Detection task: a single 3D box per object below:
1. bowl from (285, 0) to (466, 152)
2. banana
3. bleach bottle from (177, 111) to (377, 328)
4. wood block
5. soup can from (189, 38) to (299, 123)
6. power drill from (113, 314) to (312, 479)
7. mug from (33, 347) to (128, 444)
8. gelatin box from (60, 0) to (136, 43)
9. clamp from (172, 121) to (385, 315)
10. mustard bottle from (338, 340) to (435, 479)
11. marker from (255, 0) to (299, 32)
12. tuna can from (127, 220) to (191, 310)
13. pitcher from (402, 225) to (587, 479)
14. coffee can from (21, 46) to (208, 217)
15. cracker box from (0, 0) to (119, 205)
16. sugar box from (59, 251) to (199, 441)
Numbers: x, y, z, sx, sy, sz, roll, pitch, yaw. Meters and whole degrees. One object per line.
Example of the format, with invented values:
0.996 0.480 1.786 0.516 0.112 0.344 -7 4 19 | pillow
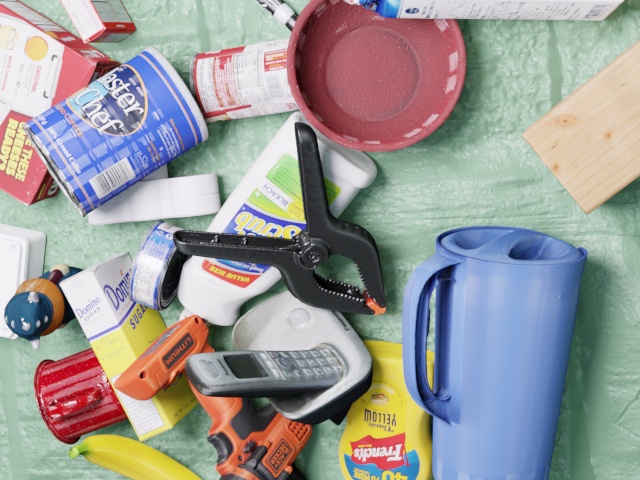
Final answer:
0.050 -0.157 0.973 0.162 0.055 0.162 0 87 0 | bowl
-0.171 0.247 1.103 0.197 0.069 0.037 29 113 -16 | banana
-0.057 0.001 1.041 0.102 0.068 0.251 35 110 -3 | bleach bottle
0.285 -0.124 0.916 0.206 0.090 0.090 -39 90 17 | wood block
-0.064 -0.151 1.009 0.102 0.068 0.068 -7 99 15 | soup can
-0.108 0.180 1.018 0.057 0.184 0.187 -27 106 43 | power drill
-0.237 0.155 1.089 0.081 0.117 0.093 -21 91 12 | mug
-0.224 -0.235 1.030 0.030 0.073 0.089 -30 92 17 | gelatin box
-0.006 -0.004 0.980 0.209 0.036 0.165 34 112 -26 | clamp
0.065 0.199 1.048 0.096 0.058 0.192 6 103 22 | mustard bottle
-0.053 -0.232 1.016 0.121 0.020 0.020 42 107 3 | marker
-0.157 0.025 1.057 0.034 0.086 0.086 19 104 8 | tuna can
0.154 0.114 0.971 0.149 0.145 0.243 6 105 13 | pitcher
-0.191 -0.102 0.999 0.140 0.103 0.103 -34 91 -12 | coffee can
-0.333 -0.161 1.074 0.214 0.072 0.164 32 107 6 | cracker box
-0.188 0.103 1.076 0.048 0.093 0.176 -23 95 16 | sugar box
